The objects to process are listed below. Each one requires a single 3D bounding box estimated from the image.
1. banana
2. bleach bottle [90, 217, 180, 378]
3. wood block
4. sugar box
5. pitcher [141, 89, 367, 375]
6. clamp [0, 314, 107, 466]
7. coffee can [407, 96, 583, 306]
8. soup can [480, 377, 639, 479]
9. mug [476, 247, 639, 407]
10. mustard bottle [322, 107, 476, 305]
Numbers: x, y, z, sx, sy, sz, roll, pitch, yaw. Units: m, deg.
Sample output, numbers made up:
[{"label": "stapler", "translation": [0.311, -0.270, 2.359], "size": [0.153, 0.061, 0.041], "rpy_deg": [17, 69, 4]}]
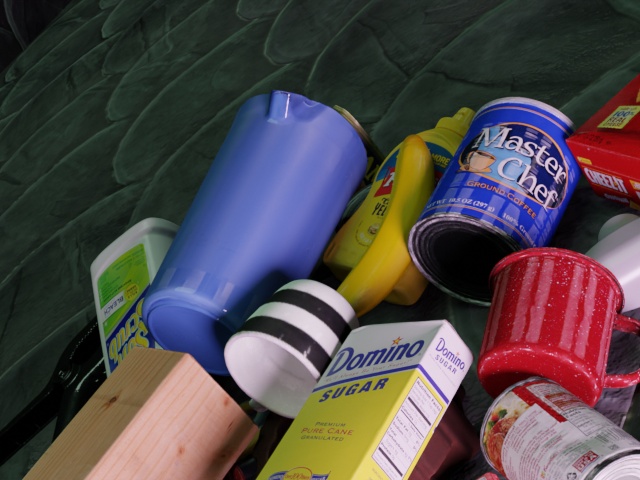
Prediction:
[{"label": "banana", "translation": [0.054, -0.007, 0.883], "size": [0.070, 0.037, 0.197], "rpy_deg": [17, 68, 38]}, {"label": "bleach bottle", "translation": [-0.143, 0.105, 0.940], "size": [0.103, 0.068, 0.251], "rpy_deg": [-36, 49, 22]}, {"label": "wood block", "translation": [-0.153, 0.185, 0.778], "size": [0.091, 0.090, 0.206], "rpy_deg": [-1, 44, 53]}, {"label": "sugar box", "translation": [0.021, 0.129, 0.693], "size": [0.094, 0.048, 0.176], "rpy_deg": [-10, 38, 47]}, {"label": "pitcher", "translation": [-0.056, 0.001, 0.935], "size": [0.145, 0.149, 0.242], "rpy_deg": [-28, 28, 47]}, {"label": "clamp", "translation": [-0.242, 0.142, 1.021], "size": [0.165, 0.036, 0.209], "rpy_deg": [-11, 43, 44]}, {"label": "coffee can", "translation": [0.144, -0.032, 0.858], "size": [0.103, 0.102, 0.140], "rpy_deg": [-9, 39, 45]}, {"label": "soup can", "translation": [0.149, 0.132, 0.631], "size": [0.068, 0.068, 0.102], "rpy_deg": [-41, 27, -6]}, {"label": "mug", "translation": [0.163, 0.067, 0.711], "size": [0.117, 0.093, 0.081], "rpy_deg": [12, 51, 12]}, {"label": "mustard bottle", "translation": [0.088, -0.039, 0.952], "size": [0.096, 0.058, 0.191], "rpy_deg": [19, 69, 41]}]
